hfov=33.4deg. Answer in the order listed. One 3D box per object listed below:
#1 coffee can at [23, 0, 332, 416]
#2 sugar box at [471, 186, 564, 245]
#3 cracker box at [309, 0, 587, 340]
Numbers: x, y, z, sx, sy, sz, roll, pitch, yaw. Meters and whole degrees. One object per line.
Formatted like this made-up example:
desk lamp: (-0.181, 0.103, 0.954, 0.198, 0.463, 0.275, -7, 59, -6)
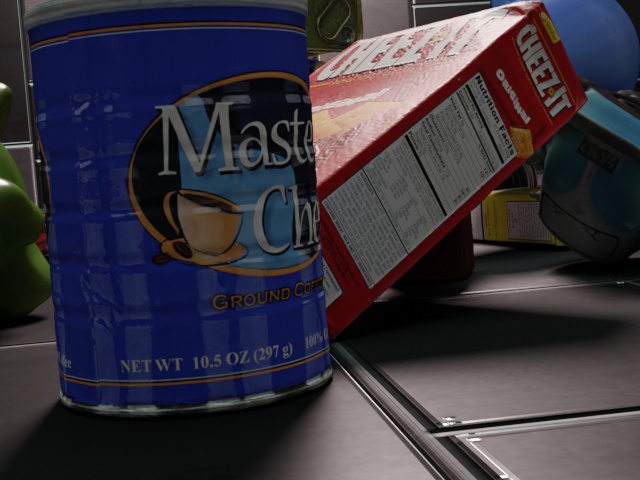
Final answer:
coffee can: (-0.051, -0.016, 0.395, 0.103, 0.140, 0.103, -4, 5, 0)
sugar box: (0.185, -0.023, 0.877, 0.093, 0.048, 0.176, -6, 6, -20)
cracker box: (0.012, -0.042, 0.575, 0.213, 0.072, 0.164, -41, 24, -29)
